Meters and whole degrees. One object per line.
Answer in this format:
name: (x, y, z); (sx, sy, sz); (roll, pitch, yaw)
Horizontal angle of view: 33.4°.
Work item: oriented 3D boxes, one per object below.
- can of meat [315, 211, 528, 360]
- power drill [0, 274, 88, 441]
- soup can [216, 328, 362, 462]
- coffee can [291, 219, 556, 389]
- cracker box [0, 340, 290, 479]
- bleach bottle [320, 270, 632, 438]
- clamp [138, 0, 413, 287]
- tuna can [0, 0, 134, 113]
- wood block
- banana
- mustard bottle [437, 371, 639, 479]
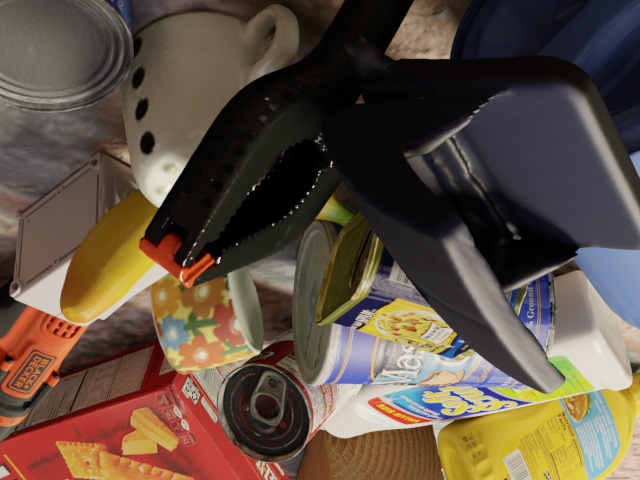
can of meat: (0.052, 0.023, 0.561); (0.084, 0.057, 0.102); (18, 161, -9)
power drill: (-0.252, 0.064, 0.652); (0.187, 0.057, 0.184); (27, 108, -39)
soup can: (-0.017, 0.099, 0.728); (0.069, 0.068, 0.102); (-29, 180, 28)
coffee can: (0.061, 0.041, 0.670); (0.140, 0.103, 0.103); (3, 143, -14)
cracker box: (-0.153, 0.177, 0.802); (0.214, 0.072, 0.164); (-20, 117, 17)
bleach bottle: (0.093, 0.100, 0.795); (0.251, 0.068, 0.102); (-21, 141, 22)
clamp: (0.002, -0.062, 0.487); (0.209, 0.036, 0.164); (-40, 149, -29)
tuna can: (-0.131, -0.101, 0.502); (0.086, 0.034, 0.086); (-4, 144, -3)
wood block: (0.034, 0.220, 0.925); (0.090, 0.090, 0.206); (0, 143, -11)
banana: (-0.062, -0.012, 0.577); (0.197, 0.070, 0.037); (-19, 143, -36)
mustard bottle: (0.189, 0.152, 0.842); (0.191, 0.096, 0.058); (-24, -175, -22)
